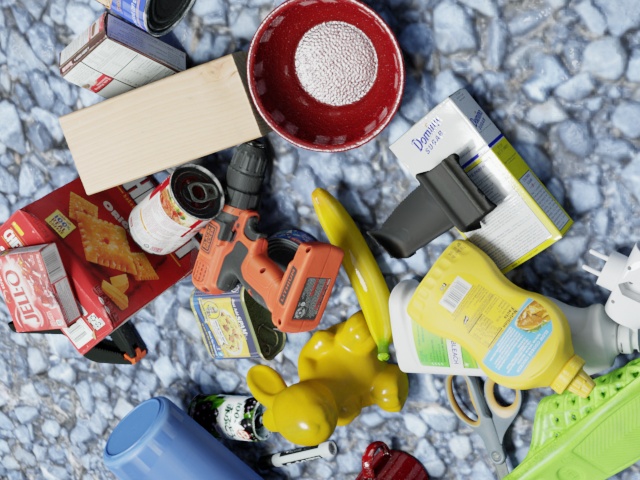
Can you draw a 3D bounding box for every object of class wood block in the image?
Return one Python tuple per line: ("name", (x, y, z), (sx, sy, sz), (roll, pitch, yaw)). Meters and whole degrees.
("wood block", (-0.160, -0.127, 1.146), (0.206, 0.090, 0.091), (-17, 98, 15))

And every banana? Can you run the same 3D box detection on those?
("banana", (0.043, 0.032, 1.161), (0.037, 0.069, 0.198), (-25, 88, 7))

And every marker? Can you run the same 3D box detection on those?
("marker", (-0.032, 0.272, 1.343), (0.121, 0.020, 0.020), (-20, 102, 34))

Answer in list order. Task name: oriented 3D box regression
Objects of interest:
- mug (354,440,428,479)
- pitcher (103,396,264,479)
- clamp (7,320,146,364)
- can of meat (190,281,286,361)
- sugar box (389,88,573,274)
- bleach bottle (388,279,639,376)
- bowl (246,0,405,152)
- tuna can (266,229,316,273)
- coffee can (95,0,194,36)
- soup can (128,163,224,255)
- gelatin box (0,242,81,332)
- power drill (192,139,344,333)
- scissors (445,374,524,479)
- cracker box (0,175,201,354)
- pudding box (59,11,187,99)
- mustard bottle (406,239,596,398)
("mug", (0.074, 0.290, 1.254), (0.093, 0.081, 0.117), (-8, 109, 31))
("pitcher", (-0.157, 0.309, 1.321), (0.149, 0.145, 0.242), (-41, 111, 2))
("clamp", (-0.326, 0.108, 1.418), (0.210, 0.036, 0.165), (37, 124, 9))
("can of meat", (-0.099, 0.093, 1.274), (0.084, 0.057, 0.102), (-6, 109, 33))
("sugar box", (0.160, -0.057, 1.067), (0.093, 0.048, 0.176), (-38, 88, 39))
("bleach bottle", (0.201, 0.091, 1.104), (0.251, 0.068, 0.102), (-2, 108, 26))
("bowl", (0.010, -0.173, 1.078), (0.162, 0.055, 0.162), (5, 111, 12))
("tuna can", (-0.034, 0.031, 1.222), (0.086, 0.033, 0.086), (12, 118, 24))
("coffee can", (-0.208, -0.294, 1.125), (0.140, 0.102, 0.103), (31, 124, 12))
("soup can", (-0.161, -0.033, 1.182), (0.068, 0.068, 0.102), (53, 135, -2))
("gelatin box", (-0.298, 0.050, 1.115), (0.073, 0.030, 0.089), (-6, 108, 30))
("power drill", (-0.058, 0.001, 1.159), (0.188, 0.057, 0.184), (34, 113, 43))
("scissors", (0.208, 0.223, 1.177), (0.096, 0.016, 0.202), (-30, 90, 31))
("cracker box", (-0.242, 0.007, 1.216), (0.072, 0.213, 0.164), (-36, 93, 34))
("pudding box", (-0.217, -0.194, 1.178), (0.090, 0.113, 0.039), (-31, 54, 35))
("mustard bottle", (0.185, 0.089, 1.044), (0.192, 0.058, 0.096), (37, 98, 17))
